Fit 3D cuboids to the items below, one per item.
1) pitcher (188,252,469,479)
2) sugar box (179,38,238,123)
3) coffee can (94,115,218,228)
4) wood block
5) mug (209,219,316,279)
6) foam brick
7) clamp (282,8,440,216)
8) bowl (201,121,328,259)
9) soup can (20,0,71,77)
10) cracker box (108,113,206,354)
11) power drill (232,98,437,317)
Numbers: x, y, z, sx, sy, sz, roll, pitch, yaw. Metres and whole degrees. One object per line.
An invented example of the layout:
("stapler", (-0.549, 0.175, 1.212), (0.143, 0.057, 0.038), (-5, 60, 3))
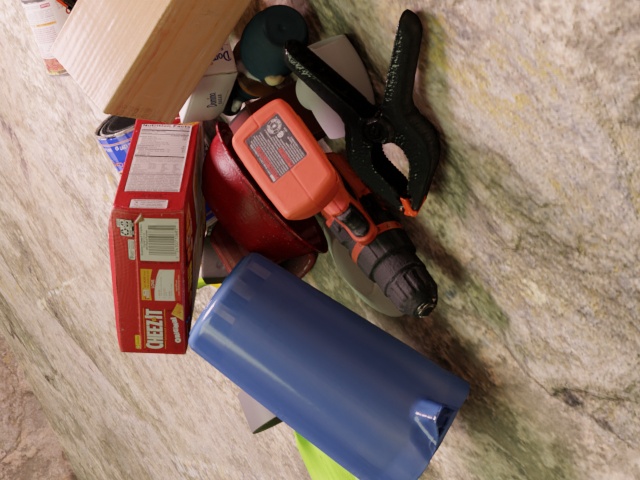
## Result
("pitcher", (0.002, 0.123, 0.986), (0.243, 0.145, 0.149), (35, 113, 0))
("sugar box", (-0.123, -0.209, 0.999), (0.093, 0.048, 0.176), (127, 128, -64))
("coffee can", (-0.171, -0.084, 1.185), (0.103, 0.102, 0.140), (15, 139, 56))
("wood block", (-0.122, -0.208, 0.883), (0.091, 0.090, 0.206), (47, 114, 25))
("mug", (-0.057, 0.001, 1.124), (0.117, 0.093, 0.081), (-46, 67, 32))
("foam brick", (-0.033, -0.106, 0.963), (0.053, 0.078, 0.051), (61, 155, 2))
("clamp", (0.039, -0.098, 0.850), (0.120, 0.039, 0.171), (5, 123, 34))
("bowl", (-0.064, -0.036, 1.022), (0.162, 0.055, 0.162), (49, -169, -13))
("soup can", (-0.329, -0.266, 1.347), (0.069, 0.068, 0.102), (25, 137, 50))
("cracker box", (-0.152, -0.021, 1.027), (0.213, 0.072, 0.164), (-91, 4, -54))
("power drill", (0.015, -0.025, 0.882), (0.184, 0.057, 0.187), (53, -173, 30))
